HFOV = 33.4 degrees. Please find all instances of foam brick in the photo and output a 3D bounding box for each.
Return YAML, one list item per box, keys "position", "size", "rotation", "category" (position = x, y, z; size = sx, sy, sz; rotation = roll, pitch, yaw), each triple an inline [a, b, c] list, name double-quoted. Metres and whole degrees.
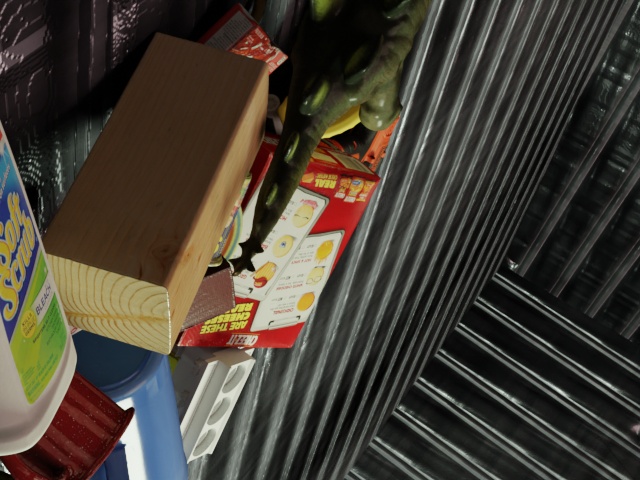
- position: [-0.120, 0.040, 0.932]
  size: [0.078, 0.053, 0.051]
  rotation: [-23, 133, -23]
  category: "foam brick"

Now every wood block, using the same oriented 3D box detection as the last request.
- position: [-0.111, -0.037, 0.753]
  size: [0.090, 0.091, 0.206]
  rotation: [99, 9, -55]
  category: "wood block"

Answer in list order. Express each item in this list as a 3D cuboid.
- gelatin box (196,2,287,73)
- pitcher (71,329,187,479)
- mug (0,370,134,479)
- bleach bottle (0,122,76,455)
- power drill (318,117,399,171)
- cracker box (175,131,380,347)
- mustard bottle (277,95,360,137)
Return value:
- position: [-0.071, -0.144, 0.864]
  size: [0.073, 0.030, 0.089]
  rotation: [-42, 165, 5]
  category: "gelatin box"
- position: [-0.184, 0.164, 0.939]
  size: [0.144, 0.149, 0.243]
  rotation: [-50, 159, -34]
  category: "pitcher"
- position: [-0.198, 0.139, 0.768]
  size: [0.093, 0.081, 0.117]
  rotation: [-45, -170, 19]
  category: "mug"
- position: [-0.199, -0.005, 0.589]
  size: [0.102, 0.068, 0.251]
  rotation: [-74, 162, -54]
  category: "bleach bottle"
- position: [0.013, -0.076, 1.265]
  size: [0.187, 0.057, 0.185]
  rotation: [-36, 154, -60]
  category: "power drill"
- position: [-0.057, 0.001, 1.066]
  size: [0.163, 0.072, 0.214]
  rotation: [8, 116, -48]
  category: "cracker box"
- position: [0.017, -0.143, 1.069]
  size: [0.096, 0.058, 0.191]
  rotation: [-25, -172, 10]
  category: "mustard bottle"
